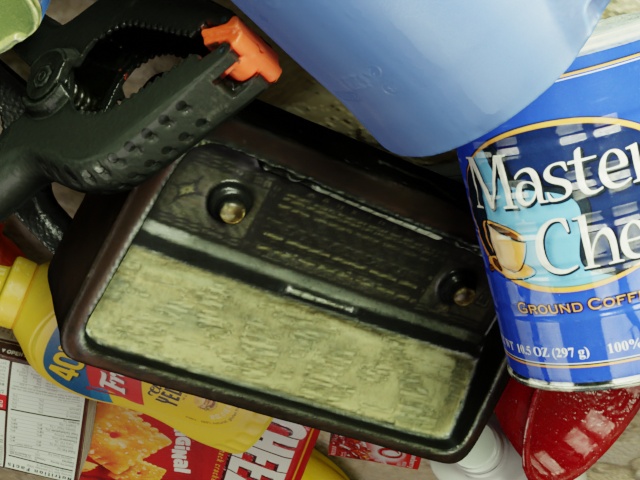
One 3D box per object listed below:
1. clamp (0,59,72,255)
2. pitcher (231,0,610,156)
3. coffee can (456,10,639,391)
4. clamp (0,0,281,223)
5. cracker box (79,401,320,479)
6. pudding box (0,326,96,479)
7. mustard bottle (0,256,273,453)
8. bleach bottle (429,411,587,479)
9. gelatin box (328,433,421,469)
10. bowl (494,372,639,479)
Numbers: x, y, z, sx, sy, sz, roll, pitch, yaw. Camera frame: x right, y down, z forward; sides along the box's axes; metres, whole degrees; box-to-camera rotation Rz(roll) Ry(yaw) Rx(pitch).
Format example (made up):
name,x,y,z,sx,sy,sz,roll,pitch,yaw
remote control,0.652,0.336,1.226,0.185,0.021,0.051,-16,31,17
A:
name,x,y,z,sx,sy,sz,roll,pitch,yaw
clamp,-0.181,-0.021,0.552,0.120,0.171,0.039,-21,-175,-13
pitcher,-0.019,-0.147,0.367,0.242,0.145,0.149,37,115,-26
coffee can,0.115,-0.019,0.461,0.103,0.102,0.140,-10,101,27
clamp,-0.110,-0.050,0.448,0.210,0.164,0.036,0,157,38
cracker box,-0.111,0.125,0.778,0.213,0.072,0.164,15,133,-3
pudding box,-0.193,0.104,0.698,0.090,0.039,0.114,13,129,-5
mustard bottle,-0.112,0.056,0.622,0.191,0.058,0.096,23,125,-13
bleach bottle,0.120,0.157,0.724,0.103,0.068,0.250,-7,159,18
gelatin box,0.045,0.140,0.814,0.073,0.030,0.089,9,145,3
bowl,0.143,0.057,0.603,0.055,0.162,0.162,30,158,36
